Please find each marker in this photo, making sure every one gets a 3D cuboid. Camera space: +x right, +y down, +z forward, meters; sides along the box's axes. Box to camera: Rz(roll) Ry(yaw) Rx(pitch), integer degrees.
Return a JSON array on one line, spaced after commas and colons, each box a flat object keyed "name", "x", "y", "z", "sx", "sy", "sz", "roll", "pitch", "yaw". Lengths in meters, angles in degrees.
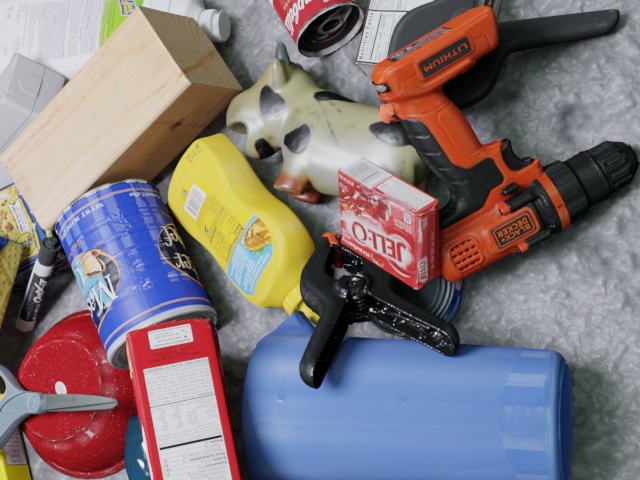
[{"name": "marker", "x": -0.268, "y": 0.041, "z": 1.014, "sx": 0.020, "sy": 0.020, "sz": 0.121, "roll": 48, "pitch": 132, "yaw": 23}]

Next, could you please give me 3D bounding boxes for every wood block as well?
[{"name": "wood block", "x": -0.183, "y": -0.106, "z": 0.977, "sx": 0.206, "sy": 0.090, "sz": 0.090, "roll": -40, "pitch": 75, "yaw": 23}]

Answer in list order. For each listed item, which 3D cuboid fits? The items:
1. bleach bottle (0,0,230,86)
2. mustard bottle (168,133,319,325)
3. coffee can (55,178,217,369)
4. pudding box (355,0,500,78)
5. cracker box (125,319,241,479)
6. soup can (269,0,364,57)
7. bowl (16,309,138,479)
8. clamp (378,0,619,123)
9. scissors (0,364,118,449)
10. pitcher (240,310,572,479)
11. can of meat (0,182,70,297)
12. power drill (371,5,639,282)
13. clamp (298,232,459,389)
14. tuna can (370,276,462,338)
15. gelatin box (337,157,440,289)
[{"name": "bleach bottle", "x": -0.209, "y": -0.195, "z": 1.049, "sx": 0.251, "sy": 0.068, "sz": 0.102, "roll": 0, "pitch": 83, "yaw": 20}, {"name": "mustard bottle", "x": -0.056, "y": 0.001, "z": 0.936, "sx": 0.192, "sy": 0.058, "sz": 0.096, "roll": 48, "pitch": 133, "yaw": 23}, {"name": "coffee can", "x": -0.166, "y": 0.030, "z": 0.962, "sx": 0.103, "sy": 0.102, "sz": 0.140, "roll": -32, "pitch": 69, "yaw": 14}, {"name": "pudding box", "x": 0.094, "y": -0.186, "z": 0.933, "sx": 0.114, "sy": 0.039, "sz": 0.090, "roll": 9, "pitch": 83, "yaw": 25}, {"name": "cracker box", "x": -0.098, "y": 0.179, "z": 0.839, "sx": 0.072, "sy": 0.164, "sz": 0.214, "roll": -11, "pitch": 78, "yaw": -10}, {"name": "soup can", "x": -0.014, "y": -0.227, "z": 0.970, "sx": 0.068, "sy": 0.068, "sz": 0.102, "roll": -35, "pitch": 68, "yaw": 13}, {"name": "bowl", "x": -0.228, "y": 0.140, "z": 0.992, "sx": 0.162, "sy": 0.055, "sz": 0.162, "roll": -4, "pitch": 78, "yaw": 21}, {"name": "clamp", "x": 0.132, "y": -0.168, "z": 0.874, "sx": 0.164, "sy": 0.036, "sz": 0.210, "roll": 37, "pitch": 81, "yaw": 5}, {"name": "scissors", "x": -0.262, "y": 0.163, "z": 0.955, "sx": 0.202, "sy": 0.016, "sz": 0.096, "roll": 12, "pitch": 87, "yaw": 36}, {"name": "pitcher", "x": 0.068, "y": 0.148, "z": 0.831, "sx": 0.243, "sy": 0.144, "sz": 0.149, "roll": -1, "pitch": 120, "yaw": 19}, {"name": "can of meat", "x": -0.291, "y": -0.008, "z": 1.047, "sx": 0.084, "sy": 0.057, "sz": 0.102, "roll": -25, "pitch": 72, "yaw": 14}, {"name": "power drill", "x": 0.138, "y": -0.082, "z": 0.830, "sx": 0.184, "sy": 0.057, "sz": 0.187, "roll": -29, "pitch": 103, "yaw": -2}, {"name": "clamp", "x": 0.038, "y": 0.048, "z": 0.836, "sx": 0.120, "sy": 0.039, "sz": 0.171, "roll": -3, "pitch": 36, "yaw": -3}, {"name": "tuna can", "x": 0.075, "y": 0.039, "z": 0.897, "sx": 0.086, "sy": 0.033, "sz": 0.086, "roll": -5, "pitch": 78, "yaw": 22}, {"name": "gelatin box", "x": 0.053, "y": -0.013, "z": 0.829, "sx": 0.030, "sy": 0.073, "sz": 0.089, "roll": -30, "pitch": 45, "yaw": -29}]
